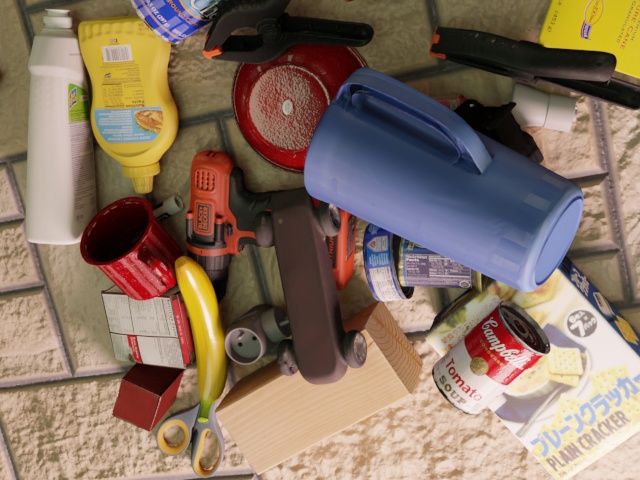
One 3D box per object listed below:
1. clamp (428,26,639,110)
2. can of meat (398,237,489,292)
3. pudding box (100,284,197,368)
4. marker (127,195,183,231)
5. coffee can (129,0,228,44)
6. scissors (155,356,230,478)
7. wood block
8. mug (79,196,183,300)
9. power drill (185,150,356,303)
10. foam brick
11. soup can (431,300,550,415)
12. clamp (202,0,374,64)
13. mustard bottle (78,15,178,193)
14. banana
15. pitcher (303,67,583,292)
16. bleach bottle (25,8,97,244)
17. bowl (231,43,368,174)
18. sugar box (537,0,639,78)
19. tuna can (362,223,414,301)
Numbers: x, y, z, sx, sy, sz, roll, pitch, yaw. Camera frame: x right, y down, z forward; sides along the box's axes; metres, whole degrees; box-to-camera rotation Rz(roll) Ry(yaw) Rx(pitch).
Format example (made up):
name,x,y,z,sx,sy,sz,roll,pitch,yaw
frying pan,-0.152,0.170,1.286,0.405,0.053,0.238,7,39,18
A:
name,x,y,z,sx,sy,sz,roll,pitch,yaw
clamp,0.206,-0.167,1.020,0.210,0.164,0.036,19,94,33
can of meat,0.130,0.011,1.091,0.084,0.102,0.057,2,112,17
pudding box,-0.194,0.096,1.226,0.114,0.039,0.090,1,107,32
marker,-0.210,-0.018,1.222,0.121,0.020,0.020,-27,98,21
coffee can,-0.116,-0.276,1.072,0.140,0.102,0.103,-27,98,21
scissors,-0.149,0.188,1.269,0.096,0.016,0.202,8,108,13
wood block,-0.002,0.162,1.180,0.206,0.090,0.091,-32,96,21
mug,-0.196,0.017,1.167,0.117,0.093,0.081,28,162,43
power drill,-0.058,0.001,1.164,0.188,0.057,0.184,9,116,12
foam brick,-0.201,0.177,1.247,0.051,0.078,0.053,22,111,6
soup can,0.168,0.117,1.058,0.068,0.068,0.102,43,115,0
clamp,-0.036,-0.210,1.048,0.172,0.039,0.120,-19,130,37
mustard bottle,-0.203,-0.145,1.160,0.096,0.058,0.192,-1,106,13
banana,-0.127,0.099,1.170,0.037,0.069,0.198,-5,111,4
pitcher,0.113,-0.057,0.986,0.243,0.149,0.145,28,106,24
bleach bottle,-0.285,-0.127,1.178,0.068,0.102,0.251,4,101,7
bowl,-0.025,-0.142,1.113,0.162,0.055,0.162,4,107,15
sugar box,0.304,-0.202,1.007,0.176,0.048,0.093,21,110,10
tuna can,0.072,0.021,1.119,0.034,0.086,0.086,-7,104,19
